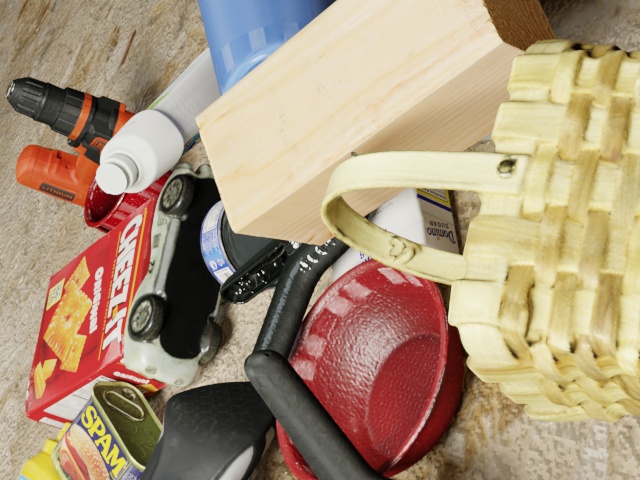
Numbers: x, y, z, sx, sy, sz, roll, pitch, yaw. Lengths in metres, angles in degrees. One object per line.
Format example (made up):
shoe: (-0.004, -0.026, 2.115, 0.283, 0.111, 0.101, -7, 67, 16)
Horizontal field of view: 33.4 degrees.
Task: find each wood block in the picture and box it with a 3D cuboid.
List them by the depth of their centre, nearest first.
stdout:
wood block: (0.033, -0.088, 0.649, 0.206, 0.090, 0.090, -34, 65, 32)

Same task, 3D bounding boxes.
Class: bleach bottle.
bleach bottle: (-0.136, -0.104, 0.977, 0.103, 0.068, 0.250, -39, 10, 34)

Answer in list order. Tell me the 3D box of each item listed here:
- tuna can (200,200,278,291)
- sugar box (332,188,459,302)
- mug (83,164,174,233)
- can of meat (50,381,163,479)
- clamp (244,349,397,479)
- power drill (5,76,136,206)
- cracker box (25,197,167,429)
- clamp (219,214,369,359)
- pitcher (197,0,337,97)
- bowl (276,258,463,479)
tuna can: (-0.056, 0.001, 0.878, 0.034, 0.086, 0.086, -21, 52, 49)
sugar box: (0.046, -0.045, 0.792, 0.094, 0.048, 0.176, -34, 52, 39)
mug: (-0.190, -0.035, 1.095, 0.117, 0.081, 0.093, -34, 42, 37)
can of meat: (-0.180, 0.188, 0.930, 0.084, 0.057, 0.102, -53, 57, 21)
clamp: (0.029, 0.175, 0.624, 0.210, 0.036, 0.165, 30, 130, 29)
power drill: (-0.280, -0.107, 1.197, 0.188, 0.184, 0.057, -29, 45, 55)
cracker box: (-0.202, 0.077, 1.035, 0.214, 0.072, 0.164, -32, 45, 44)
clamp: (-0.010, 0.012, 0.757, 0.172, 0.039, 0.120, -52, 35, 20)
pitcher: (-0.046, -0.203, 0.932, 0.145, 0.149, 0.243, -31, 51, 25)
bowl: (0.042, 0.094, 0.704, 0.162, 0.055, 0.162, -34, 43, 38)
